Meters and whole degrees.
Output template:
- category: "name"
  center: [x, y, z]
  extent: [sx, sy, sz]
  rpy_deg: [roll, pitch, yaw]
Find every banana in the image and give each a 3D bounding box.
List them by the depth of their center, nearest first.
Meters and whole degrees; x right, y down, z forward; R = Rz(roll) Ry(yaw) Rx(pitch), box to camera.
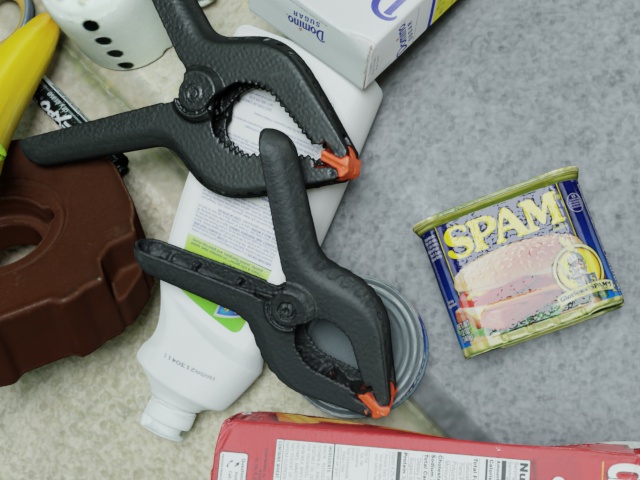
- category: "banana"
  center: [-0.199, -0.079, 0.663]
  extent: [0.070, 0.037, 0.198]
  rpy_deg: [-30, 32, 16]

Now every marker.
- category: "marker"
  center: [-0.173, -0.085, 0.728]
  extent: [0.121, 0.020, 0.020]
  rpy_deg: [44, 92, 16]

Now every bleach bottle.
- category: "bleach bottle"
  center: [-0.054, 0.001, 0.664]
  extent: [0.103, 0.068, 0.251]
  rpy_deg: [24, 89, 16]

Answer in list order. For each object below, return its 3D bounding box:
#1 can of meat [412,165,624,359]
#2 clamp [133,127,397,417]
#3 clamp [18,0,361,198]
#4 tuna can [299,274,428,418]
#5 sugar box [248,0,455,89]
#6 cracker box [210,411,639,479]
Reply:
- category: "can of meat"
  center: [0.116, 0.015, 0.624]
  extent: [0.102, 0.057, 0.084]
  rpy_deg: [-20, 79, 10]
- category: "clamp"
  center: [-0.025, 0.034, 0.604]
  extent: [0.120, 0.039, 0.171]
  rpy_deg: [-28, 97, 30]
- category: "clamp"
  center: [-0.076, -0.077, 0.628]
  extent: [0.210, 0.036, 0.165]
  rpy_deg: [34, 101, 15]
- category: "tuna can"
  center: [0.022, 0.065, 0.648]
  extent: [0.086, 0.033, 0.086]
  rpy_deg: [-2, 80, 13]
- category: "sugar box"
  center: [0.048, -0.179, 0.646]
  extent: [0.093, 0.048, 0.176]
  rpy_deg: [37, 64, 16]
- category: "cracker box"
  center: [0.066, 0.133, 0.557]
  extent: [0.214, 0.164, 0.072]
  rpy_deg: [2, 80, 12]
